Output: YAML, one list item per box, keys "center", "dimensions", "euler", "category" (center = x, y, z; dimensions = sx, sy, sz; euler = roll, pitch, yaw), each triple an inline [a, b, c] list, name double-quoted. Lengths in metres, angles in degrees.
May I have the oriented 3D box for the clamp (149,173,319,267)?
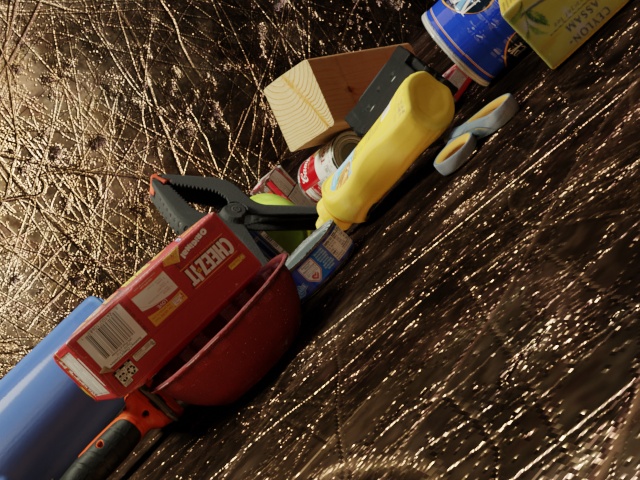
- center: [-0.080, -0.022, 1.114]
  dimensions: [0.164, 0.210, 0.036]
  euler: [-42, -26, -45]
  category: "clamp"

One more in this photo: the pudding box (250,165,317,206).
- center: [-0.046, -0.053, 1.454]
  dimensions: [0.039, 0.090, 0.113]
  euler: [-42, 6, 14]
  category: "pudding box"

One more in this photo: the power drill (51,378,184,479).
- center: [-0.220, 0.216, 1.040]
  dimensions: [0.187, 0.057, 0.185]
  euler: [-49, 7, -16]
  category: "power drill"

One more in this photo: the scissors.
- center: [0.114, -0.082, 0.966]
  dimensions: [0.096, 0.016, 0.202]
  euler: [-48, 7, -21]
  category: "scissors"

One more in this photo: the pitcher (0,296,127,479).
- center: [-0.296, 0.179, 1.171]
  dimensions: [0.242, 0.149, 0.145]
  euler: [-48, -22, -10]
  category: "pitcher"

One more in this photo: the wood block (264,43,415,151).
- center: [0.041, -0.189, 1.385]
  dimensions: [0.205, 0.091, 0.090]
  euler: [-18, -7, -45]
  category: "wood block"

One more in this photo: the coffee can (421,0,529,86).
- center: [0.191, -0.246, 1.112]
  dimensions: [0.140, 0.103, 0.102]
  euler: [-42, 7, 22]
  category: "coffee can"

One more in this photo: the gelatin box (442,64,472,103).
- center: [0.139, -0.170, 1.287]
  dimensions: [0.089, 0.030, 0.073]
  euler: [-39, 10, 43]
  category: "gelatin box"

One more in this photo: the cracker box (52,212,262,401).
- center: [-0.152, 0.067, 0.957]
  dimensions: [0.164, 0.072, 0.214]
  euler: [-44, 5, -18]
  category: "cracker box"

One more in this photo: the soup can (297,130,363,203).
- center: [0.022, -0.093, 1.377]
  dimensions: [0.068, 0.068, 0.102]
  euler: [-49, 8, -29]
  category: "soup can"

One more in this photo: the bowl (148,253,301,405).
- center: [-0.067, 0.085, 0.888]
  dimensions: [0.162, 0.055, 0.162]
  euler: [-45, 7, 6]
  category: "bowl"

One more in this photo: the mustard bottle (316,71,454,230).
- center: [0.052, -0.072, 1.042]
  dimensions: [0.192, 0.058, 0.096]
  euler: [-50, 10, 35]
  category: "mustard bottle"

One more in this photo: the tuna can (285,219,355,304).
- center: [-0.008, 0.022, 1.001]
  dimensions: [0.086, 0.033, 0.086]
  euler: [-44, 7, 6]
  category: "tuna can"
